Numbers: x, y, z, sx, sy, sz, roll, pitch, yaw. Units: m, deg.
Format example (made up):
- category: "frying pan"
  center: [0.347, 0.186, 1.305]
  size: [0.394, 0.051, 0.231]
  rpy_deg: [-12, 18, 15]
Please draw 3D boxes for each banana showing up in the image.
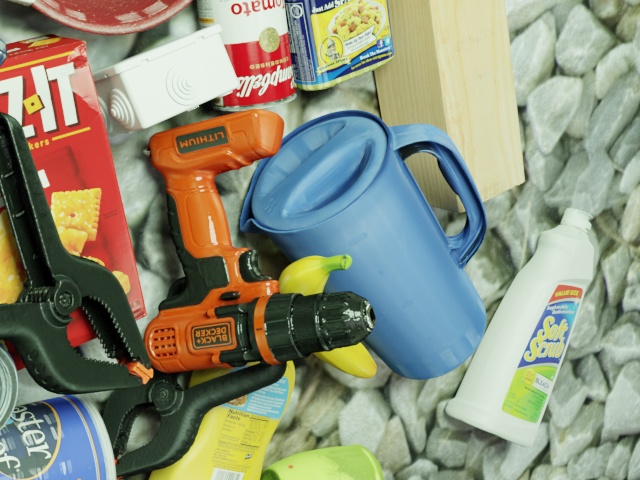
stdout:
- category: "banana"
  center: [0.002, 0.065, 0.882]
  size: [0.037, 0.070, 0.198]
  rpy_deg: [-62, 158, -24]

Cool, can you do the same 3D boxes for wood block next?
- category: "wood block"
  center: [0.111, -0.141, 0.949]
  size: [0.090, 0.091, 0.206]
  rpy_deg: [-25, 116, -31]

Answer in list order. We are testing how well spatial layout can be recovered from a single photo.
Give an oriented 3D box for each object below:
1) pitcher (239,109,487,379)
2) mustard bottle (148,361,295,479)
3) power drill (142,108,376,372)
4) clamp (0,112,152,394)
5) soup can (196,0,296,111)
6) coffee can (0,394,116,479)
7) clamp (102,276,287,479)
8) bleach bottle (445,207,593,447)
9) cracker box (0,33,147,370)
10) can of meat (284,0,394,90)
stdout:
- category: "pitcher"
  center: [0.060, 0.010, 0.922]
  size: [0.145, 0.149, 0.242]
  rpy_deg: [-55, 131, -20]
- category: "mustard bottle"
  center: [-0.072, 0.137, 0.905]
  size: [0.096, 0.058, 0.191]
  rpy_deg: [22, 88, -40]
- category: "power drill"
  center: [-0.055, 0.001, 0.797]
  size: [0.057, 0.185, 0.187]
  rpy_deg: [15, 67, -68]
- category: "clamp"
  center: [-0.179, 0.029, 0.699]
  size: [0.209, 0.036, 0.164]
  rpy_deg: [44, 52, -45]
- category: "soup can"
  center: [-0.058, -0.158, 0.830]
  size: [0.068, 0.069, 0.102]
  rpy_deg: [-19, 112, -32]
- category: "coffee can"
  center: [-0.232, 0.172, 0.763]
  size: [0.140, 0.103, 0.103]
  rpy_deg: [-8, 107, -36]
- category: "clamp"
  center: [-0.109, 0.126, 0.847]
  size: [0.171, 0.120, 0.039]
  rpy_deg: [-59, 154, -4]
- category: "bleach bottle"
  center: [0.221, 0.083, 1.113]
  size: [0.102, 0.068, 0.251]
  rpy_deg: [27, 83, -39]
- category: "cracker box"
  center: [-0.222, -0.019, 0.738]
  size: [0.163, 0.072, 0.214]
  rpy_deg: [-22, 114, -31]
- category: "can of meat"
  center: [0.011, -0.180, 0.884]
  size: [0.101, 0.058, 0.084]
  rpy_deg: [-26, 119, -29]
